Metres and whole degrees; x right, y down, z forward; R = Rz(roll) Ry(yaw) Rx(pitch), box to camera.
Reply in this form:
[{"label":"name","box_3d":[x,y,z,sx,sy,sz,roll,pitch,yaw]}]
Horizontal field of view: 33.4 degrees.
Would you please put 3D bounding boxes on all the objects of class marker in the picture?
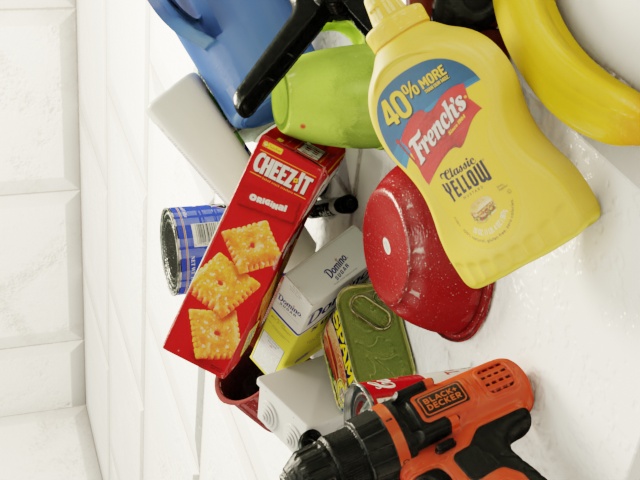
[{"label":"marker","box_3d":[0.010,-0.033,1.068,0.121,0.020,0.020,176,88,-71]}]

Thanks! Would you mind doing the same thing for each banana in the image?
[{"label":"banana","box_3d":[0.141,-0.118,0.631,0.070,0.037,0.198,107,151,-53]}]

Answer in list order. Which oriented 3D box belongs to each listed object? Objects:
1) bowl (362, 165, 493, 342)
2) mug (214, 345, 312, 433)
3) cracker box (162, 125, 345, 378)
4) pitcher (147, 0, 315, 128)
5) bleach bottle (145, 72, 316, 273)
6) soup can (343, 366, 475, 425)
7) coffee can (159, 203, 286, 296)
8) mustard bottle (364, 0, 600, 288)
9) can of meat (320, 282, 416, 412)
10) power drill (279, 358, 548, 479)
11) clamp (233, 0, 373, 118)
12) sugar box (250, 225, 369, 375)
[{"label":"bowl","box_3d":[0.075,0.003,0.833,0.162,0.055,0.162,174,90,-71]},{"label":"mug","box_3d":[-0.047,0.156,1.174,0.081,0.117,0.093,46,-147,-36]},{"label":"cracker box","box_3d":[-0.056,0.001,0.989,0.214,0.072,0.164,-63,0,14]},{"label":"pitcher","box_3d":[-0.101,-0.237,1.065,0.243,0.149,0.145,62,169,6]},{"label":"bleach bottle","box_3d":[-0.081,-0.057,1.116,0.251,0.068,0.102,53,180,-9]},{"label":"soup can","box_3d":[0.076,0.133,0.793,0.069,0.102,0.068,174,90,-72]},{"label":"coffee can","box_3d":[-0.107,0.007,1.234,0.103,0.140,0.103,174,90,-71]},{"label":"mustard bottle","box_3d":[0.084,-0.072,0.658,0.096,0.058,0.191,-33,86,41]},{"label":"can of meat","box_3d":[0.040,0.101,0.963,0.084,0.057,0.102,115,145,-61]},{"label":"power drill","box_3d":[0.088,0.172,0.674,0.188,0.184,0.057,56,162,39]},{"label":"clamp","box_3d":[0.003,-0.193,0.881,0.036,0.165,0.210,58,-155,-64]},{"label":"sugar box","box_3d":[-0.007,0.065,1.028,0.048,0.093,0.176,47,150,12]}]
